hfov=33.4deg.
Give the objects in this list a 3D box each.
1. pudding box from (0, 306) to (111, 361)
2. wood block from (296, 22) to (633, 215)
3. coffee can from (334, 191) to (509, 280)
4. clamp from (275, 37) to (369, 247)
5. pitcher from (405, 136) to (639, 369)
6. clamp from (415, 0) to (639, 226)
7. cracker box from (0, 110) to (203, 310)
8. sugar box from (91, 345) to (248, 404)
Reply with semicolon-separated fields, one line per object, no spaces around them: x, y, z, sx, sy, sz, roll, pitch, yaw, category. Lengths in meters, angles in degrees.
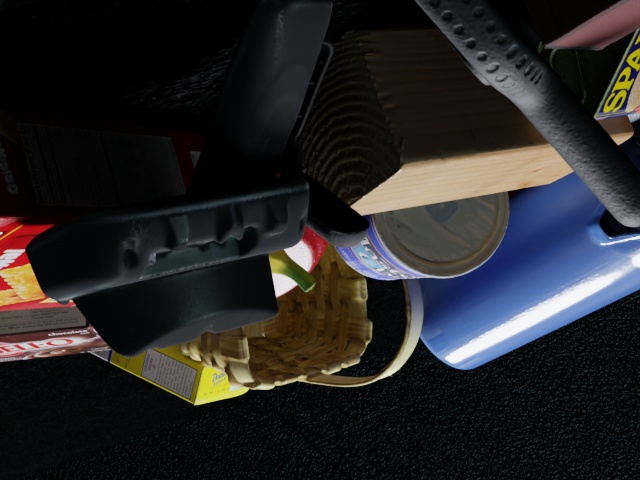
-0.242;0.075;0.921;0.113;0.039;0.090;-8;163;1;pudding box
0.092;-0.081;0.691;0.205;0.091;0.090;-10;166;-35;wood block
0.071;-0.021;0.821;0.102;0.103;0.140;-16;-179;-13;coffee can
-0.024;-0.040;0.650;0.039;0.120;0.172;-5;168;-26;clamp
0.199;0.015;0.945;0.149;0.145;0.243;28;132;-33;pitcher
0.088;-0.105;0.547;0.036;0.165;0.209;-40;134;17;clamp
-0.188;-0.009;0.638;0.164;0.072;0.213;-27;166;33;cracker box
-0.161;0.109;1.077;0.176;0.048;0.093;23;-168;29;sugar box
